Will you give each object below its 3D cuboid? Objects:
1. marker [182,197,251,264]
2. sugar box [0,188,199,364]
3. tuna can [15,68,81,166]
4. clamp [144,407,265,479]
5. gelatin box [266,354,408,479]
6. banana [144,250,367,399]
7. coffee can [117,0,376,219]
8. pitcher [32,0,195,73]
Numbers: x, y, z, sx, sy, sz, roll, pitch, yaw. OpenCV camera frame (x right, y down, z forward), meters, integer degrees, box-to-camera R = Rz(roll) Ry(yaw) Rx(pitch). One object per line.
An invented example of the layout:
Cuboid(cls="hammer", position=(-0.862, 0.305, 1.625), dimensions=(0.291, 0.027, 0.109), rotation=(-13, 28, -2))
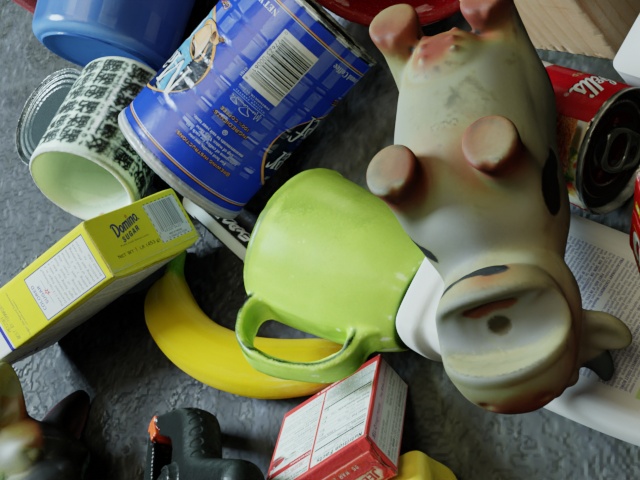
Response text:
Cuboid(cls="marker", position=(-0.055, 0.001, 0.713), dimensions=(0.020, 0.020, 0.121), rotation=(-54, 49, 6))
Cuboid(cls="sugar box", position=(-0.171, 0.032, 0.719), dimensions=(0.177, 0.093, 0.048), rotation=(-30, 88, 33))
Cuboid(cls="tuna can", position=(-0.203, -0.092, 0.857), dimensions=(0.086, 0.033, 0.086), rotation=(-15, 63, 32))
Cuboid(cls="clamp", position=(-0.079, 0.157, 0.614), dimensions=(0.120, 0.039, 0.172), rotation=(-64, 18, 1))
Cuboid(cls="gelatin box", position=(0.010, 0.110, 0.581), dimensions=(0.073, 0.030, 0.089), rotation=(-36, 15, 20))
Cuboid(cls="banana", position=(-0.057, 0.061, 0.677), dimensions=(0.198, 0.037, 0.069), rotation=(26, 88, 41))
Cuboid(cls="coffee can", position=(-0.048, -0.099, 0.695), dimensions=(0.140, 0.102, 0.103), rotation=(-47, 50, 12))
Cuboid(cls="pitcher", position=(-0.127, -0.251, 0.809), dimensions=(0.149, 0.145, 0.243), rotation=(160, 125, -76))
